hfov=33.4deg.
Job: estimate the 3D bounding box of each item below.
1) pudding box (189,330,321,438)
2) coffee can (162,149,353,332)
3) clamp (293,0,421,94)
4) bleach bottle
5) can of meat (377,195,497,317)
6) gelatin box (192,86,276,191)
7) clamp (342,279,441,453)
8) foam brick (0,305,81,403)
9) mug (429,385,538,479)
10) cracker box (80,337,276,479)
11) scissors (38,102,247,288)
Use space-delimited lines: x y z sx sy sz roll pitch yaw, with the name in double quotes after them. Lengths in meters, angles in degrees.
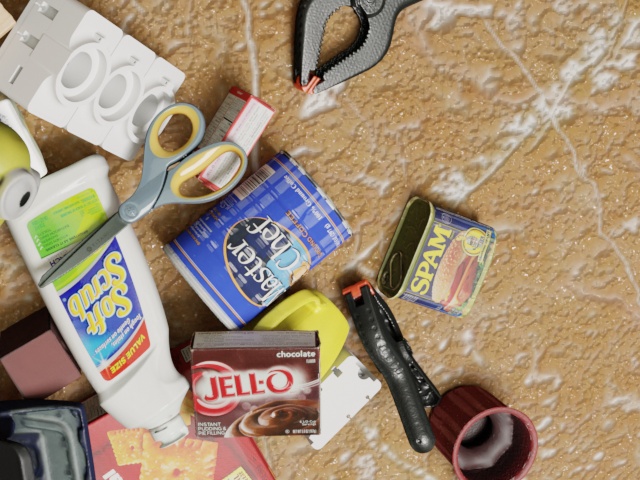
-0.056 0.125 0.930 0.113 0.039 0.090 -2 115 -3 "pudding box"
-0.056 0.001 0.962 0.140 0.103 0.102 -40 112 -4 "coffee can"
0.034 -0.230 0.966 0.164 0.036 0.210 40 90 -22 "clamp"
-0.177 0.059 0.923 0.102 0.068 0.251 -28 93 -8 "bleach bottle"
0.116 0.018 1.045 0.083 0.057 0.102 19 97 -23 "can of meat"
-0.081 -0.089 0.947 0.030 0.073 0.089 31 93 -21 "gelatin box"
0.075 0.116 1.049 0.039 0.120 0.171 -23 91 9 "clamp"
-0.248 0.100 0.942 0.051 0.078 0.053 -29 110 -7 "foam brick"
0.161 0.210 1.094 0.093 0.082 0.117 -2 104 -17 "mug"
-0.168 0.218 1.000 0.213 0.072 0.164 -29 109 -8 "cracker box"
-0.159 -0.045 0.889 0.201 0.016 0.096 -25 89 -8 "scissors"
